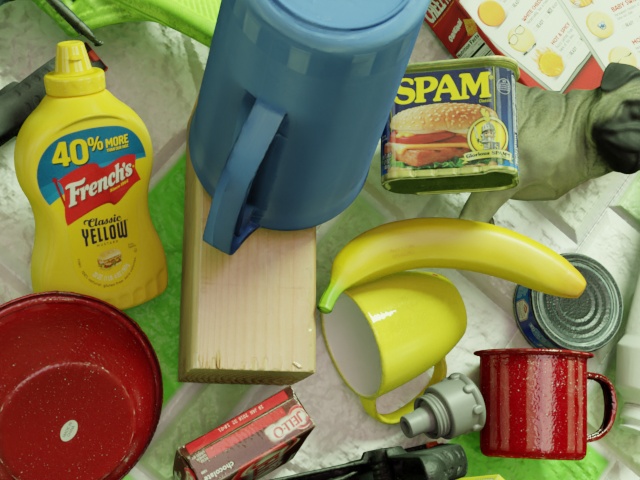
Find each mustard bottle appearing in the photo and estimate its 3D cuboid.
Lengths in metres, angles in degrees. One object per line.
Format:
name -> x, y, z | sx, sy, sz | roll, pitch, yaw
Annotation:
mustard bottle -> -0.164, -0.044, 0.753 | 0.096, 0.058, 0.192 | -14, 112, -27

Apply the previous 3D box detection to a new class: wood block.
wood block -> -0.055, 0.001, 0.802 | 0.090, 0.090, 0.206 | 4, 75, -13

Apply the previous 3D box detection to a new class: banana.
banana -> 0.092, 0.016, 0.780 | 0.197, 0.037, 0.069 | -4, 76, -4

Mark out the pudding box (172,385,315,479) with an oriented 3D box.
pudding box -> -0.057, 0.150, 0.750 | 0.090, 0.114, 0.039 | -26, 76, -19

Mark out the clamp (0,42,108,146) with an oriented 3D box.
clamp -> -0.221, -0.094, 0.771 | 0.171, 0.120, 0.039 | -45, 107, -23

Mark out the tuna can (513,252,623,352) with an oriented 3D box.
tuna can -> 0.206, 0.054, 0.886 | 0.086, 0.034, 0.086 | 4, 75, -14

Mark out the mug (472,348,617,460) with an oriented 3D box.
mug -> 0.176, 0.129, 0.831 | 0.117, 0.093, 0.081 | 5, 80, -16

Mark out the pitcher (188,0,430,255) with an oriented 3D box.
pitcher -> -0.014, -0.098, 0.659 | 0.145, 0.243, 0.149 | -13, 73, -14

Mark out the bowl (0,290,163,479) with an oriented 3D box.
bowl -> -0.178, 0.118, 0.725 | 0.161, 0.055, 0.162 | -5, 103, -24

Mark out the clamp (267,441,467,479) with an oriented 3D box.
clamp -> 0.036, 0.167, 0.754 | 0.165, 0.209, 0.036 | -13, 80, 21

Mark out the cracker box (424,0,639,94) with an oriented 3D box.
cracker box -> 0.207, -0.178, 0.926 | 0.164, 0.072, 0.214 | -38, 87, -20

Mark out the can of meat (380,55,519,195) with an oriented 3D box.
can of meat -> 0.091, -0.079, 0.760 | 0.102, 0.057, 0.084 | -3, 78, 14
